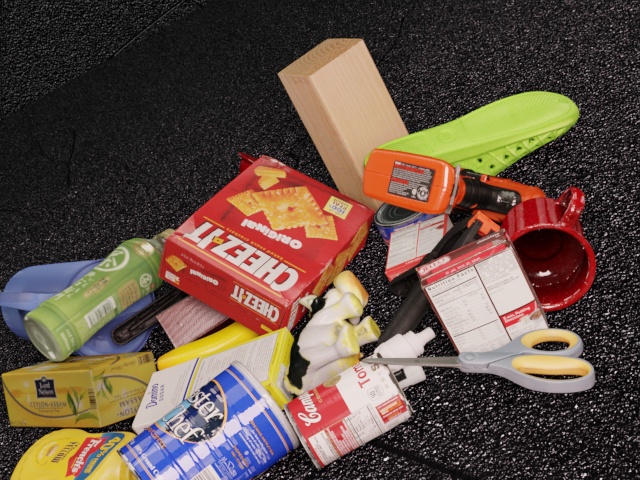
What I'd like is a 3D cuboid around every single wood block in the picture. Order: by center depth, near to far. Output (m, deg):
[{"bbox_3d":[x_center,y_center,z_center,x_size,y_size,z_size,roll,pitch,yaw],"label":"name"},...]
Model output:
[{"bbox_3d":[0.043,-0.149,1.379,0.090,0.206,0.090,-38,26,-19],"label":"wood block"}]

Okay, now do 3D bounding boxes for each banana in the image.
[{"bbox_3d":[-0.096,0.102,1.237,0.197,0.037,0.070,-40,49,-23],"label":"banana"}]

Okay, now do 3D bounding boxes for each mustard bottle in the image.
[{"bbox_3d":[-0.234,0.240,1.112,0.192,0.058,0.096,-7,28,40],"label":"mustard bottle"}]

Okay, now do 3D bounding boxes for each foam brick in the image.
[{"bbox_3d":[-0.150,0.095,1.285,0.078,0.051,0.053,-32,-11,-7],"label":"foam brick"}]

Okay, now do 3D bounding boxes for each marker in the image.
[{"bbox_3d":[0.044,0.150,1.032,0.121,0.020,0.020,-26,25,8],"label":"marker"}]

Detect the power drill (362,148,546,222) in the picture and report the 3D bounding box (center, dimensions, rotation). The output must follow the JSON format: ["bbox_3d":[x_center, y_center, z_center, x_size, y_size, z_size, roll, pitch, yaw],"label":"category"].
[{"bbox_3d":[0.129,-0.059,1.155,0.185,0.057,0.187,14,6,38],"label":"power drill"}]

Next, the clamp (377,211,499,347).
[{"bbox_3d":[0.114,0.041,1.083,0.172,0.039,0.120,-49,19,40],"label":"clamp"}]

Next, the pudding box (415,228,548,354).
[{"bbox_3d":[0.151,0.056,0.984,0.090,0.113,0.039,-24,28,11],"label":"pudding box"}]

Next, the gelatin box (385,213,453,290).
[{"bbox_3d":[0.115,0.012,1.208,0.073,0.030,0.089,-21,26,20],"label":"gelatin box"}]

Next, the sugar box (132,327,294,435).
[{"bbox_3d":[-0.110,0.161,1.147,0.176,0.048,0.093,-22,27,22],"label":"sugar box"}]

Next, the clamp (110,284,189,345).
[{"bbox_3d":[-0.163,0.061,1.345,0.165,0.036,0.209,-39,-8,35],"label":"clamp"}]

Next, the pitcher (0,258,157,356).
[{"bbox_3d":[-0.343,0.087,1.427,0.243,0.149,0.144,-1,38,52],"label":"pitcher"}]

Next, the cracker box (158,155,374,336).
[{"bbox_3d":[-0.058,0.002,1.242,0.164,0.072,0.213,28,41,15],"label":"cracker box"}]

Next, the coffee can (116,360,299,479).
[{"bbox_3d":[-0.105,0.195,1.005,0.140,0.102,0.103,-36,25,-15],"label":"coffee can"}]

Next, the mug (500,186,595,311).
[{"bbox_3d":[0.220,-0.001,1.030,0.081,0.093,0.117,-73,5,-63],"label":"mug"}]

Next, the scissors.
[{"bbox_3d":[0.146,0.100,0.955,0.202,0.016,0.096,7,28,24],"label":"scissors"}]

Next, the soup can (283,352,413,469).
[{"bbox_3d":[0.026,0.156,0.982,0.102,0.068,0.068,-29,24,-2],"label":"soup can"}]

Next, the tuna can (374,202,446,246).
[{"bbox_3d":[0.109,-0.029,1.288,0.086,0.033,0.086,-24,25,12],"label":"tuna can"}]
